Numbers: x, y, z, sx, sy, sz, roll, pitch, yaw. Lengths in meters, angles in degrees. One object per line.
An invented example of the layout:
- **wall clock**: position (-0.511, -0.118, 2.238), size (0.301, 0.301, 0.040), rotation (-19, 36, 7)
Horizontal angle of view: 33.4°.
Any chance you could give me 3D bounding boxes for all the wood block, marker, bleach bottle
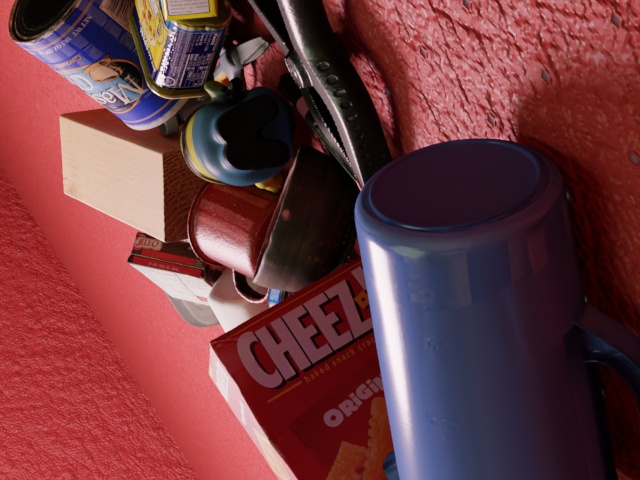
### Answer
- **wood block**: position (-0.177, -0.073, 1.088), size (0.206, 0.090, 0.091), rotation (22, 118, 47)
- **marker**: position (0.006, -0.081, 0.779), size (0.121, 0.020, 0.020), rotation (52, 161, 27)
- **bleach bottle**: position (-0.021, 0.122, 1.073), size (0.068, 0.102, 0.250), rotation (8, 136, 40)

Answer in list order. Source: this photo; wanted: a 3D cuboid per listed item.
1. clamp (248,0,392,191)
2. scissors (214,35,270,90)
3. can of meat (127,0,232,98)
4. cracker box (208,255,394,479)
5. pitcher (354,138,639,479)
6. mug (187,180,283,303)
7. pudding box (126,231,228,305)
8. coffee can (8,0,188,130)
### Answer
- **clamp**: position (-0.007, -0.126, 0.715), size (0.210, 0.036, 0.165), rotation (63, 173, -18)
- **scissors**: position (-0.075, -0.163, 0.862), size (0.096, 0.016, 0.202), rotation (62, 166, 5)
- **can of meat**: position (-0.111, -0.178, 0.842), size (0.084, 0.057, 0.102), rotation (120, 137, -54)
- **cracker box**: position (0.043, 0.127, 0.759), size (0.214, 0.164, 0.072), rotation (54, 160, 20)
- **pitcher**: position (0.103, 0.071, 0.595), size (0.145, 0.149, 0.243), rotation (-118, 12, -58)
- **mug**: position (-0.056, 0.001, 0.938), size (0.082, 0.093, 0.117), rotation (23, 117, 42)
- **pudding box**: position (-0.128, 0.033, 1.067), size (0.090, 0.039, 0.113), rotation (12, 161, 22)
- **coffee can**: position (-0.185, -0.176, 0.934), size (0.140, 0.103, 0.103), rotation (37, -177, -43)
